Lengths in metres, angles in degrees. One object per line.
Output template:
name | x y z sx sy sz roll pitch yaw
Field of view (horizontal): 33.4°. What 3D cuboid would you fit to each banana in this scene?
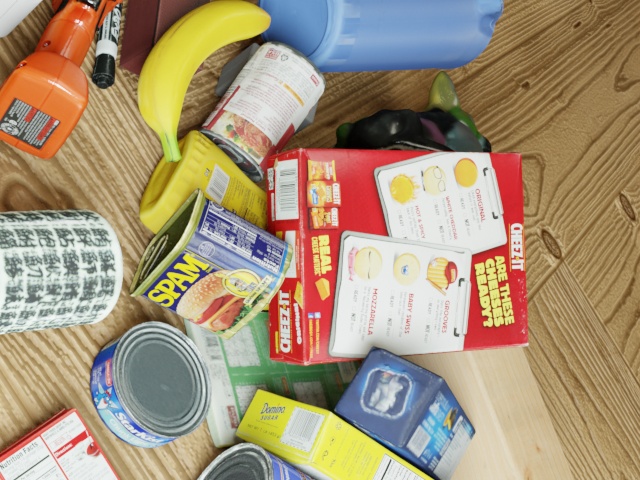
banana | -0.099 -0.149 0.865 0.197 0.037 0.069 -62 139 -38

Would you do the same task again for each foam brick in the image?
foam brick | -0.131 -0.178 0.906 0.052 0.051 0.078 24 59 -38

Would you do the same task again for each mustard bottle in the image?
mustard bottle | -0.056 0.001 0.879 0.191 0.058 0.096 40 40 -24

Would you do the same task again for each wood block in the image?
wood block | 0.146 0.158 0.979 0.090 0.091 0.206 -6 71 -49

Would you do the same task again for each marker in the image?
marker | -0.176 -0.175 0.888 0.020 0.020 0.121 25 50 -36

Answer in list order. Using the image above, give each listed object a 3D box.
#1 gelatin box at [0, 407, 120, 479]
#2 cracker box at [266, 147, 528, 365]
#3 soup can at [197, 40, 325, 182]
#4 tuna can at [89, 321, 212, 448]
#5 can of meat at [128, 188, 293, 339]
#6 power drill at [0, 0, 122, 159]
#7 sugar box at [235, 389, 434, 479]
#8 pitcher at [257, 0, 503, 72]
gelatin box | -0.167 0.162 0.679 0.073 0.030 0.089 -34 93 -50
cracker box | 0.063 0.011 0.864 0.213 0.072 0.164 -2 90 -29
soup can | -0.050 -0.110 0.904 0.068 0.069 0.102 41 74 -23
tuna can | -0.121 0.104 0.763 0.086 0.034 0.086 26 49 -36
can of meat | -0.081 0.021 0.793 0.083 0.102 0.057 29 46 -18
power drill | -0.170 -0.164 0.771 0.057 0.185 0.187 28 56 -17
sugar box | 0.029 0.176 0.819 0.176 0.094 0.048 36 73 -35
pitcher | 0.048 -0.227 1.051 0.242 0.149 0.145 -15 64 -46
